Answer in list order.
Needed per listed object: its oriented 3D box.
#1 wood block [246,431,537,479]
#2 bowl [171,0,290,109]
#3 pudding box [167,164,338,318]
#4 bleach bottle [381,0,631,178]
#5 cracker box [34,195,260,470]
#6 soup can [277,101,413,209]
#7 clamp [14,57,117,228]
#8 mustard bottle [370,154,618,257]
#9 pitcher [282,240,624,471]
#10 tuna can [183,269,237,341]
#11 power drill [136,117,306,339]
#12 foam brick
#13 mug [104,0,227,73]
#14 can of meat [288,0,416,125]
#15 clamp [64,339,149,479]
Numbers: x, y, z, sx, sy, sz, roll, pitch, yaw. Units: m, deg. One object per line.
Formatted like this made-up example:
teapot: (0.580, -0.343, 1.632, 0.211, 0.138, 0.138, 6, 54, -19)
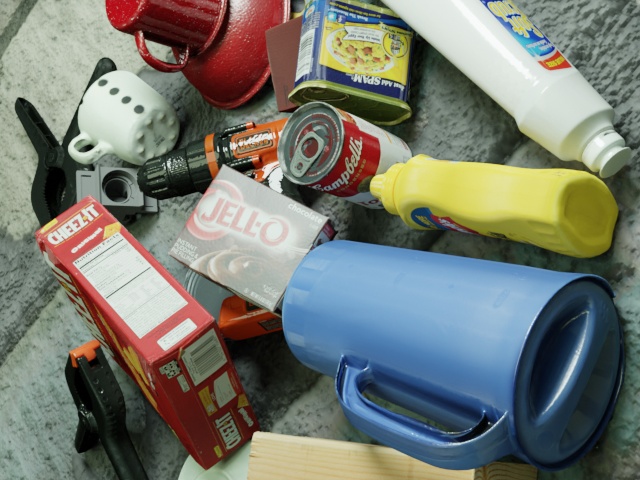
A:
wood block: (0.047, 0.201, 0.804, 0.207, 0.090, 0.091, -1, 77, 40)
bowl: (-0.100, -0.212, 1.039, 0.162, 0.055, 0.162, -13, 73, 48)
pudding box: (-0.056, 0.001, 0.880, 0.114, 0.039, 0.090, 27, 81, 21)
bleach bottle: (0.144, -0.139, 0.813, 0.251, 0.102, 0.068, 51, 121, 29)
cracker box: (-0.156, 0.081, 0.954, 0.072, 0.164, 0.214, -36, 49, -18)
soup can: (0.023, -0.068, 0.882, 0.069, 0.102, 0.068, -11, 72, 38)
clamp: (-0.296, -0.092, 1.202, 0.165, 0.036, 0.210, -7, 75, 39)
mustard bottle: (0.116, -0.031, 0.798, 0.192, 0.096, 0.058, 11, 87, 41)
pitcher: (0.080, 0.075, 0.775, 0.243, 0.149, 0.145, 12, 87, 45)
tuna can: (-0.088, 0.051, 0.992, 0.086, 0.033, 0.086, -12, 72, 38)
power drill: (-0.066, -0.012, 0.938, 0.184, 0.057, 0.187, -15, 72, 10)
foam brick: (-0.009, -0.156, 0.954, 0.053, 0.051, 0.078, -11, 87, 38)
mug: (-0.145, -0.212, 0.983, 0.093, 0.081, 0.117, -10, 75, 48)
can of meat: (0.029, -0.151, 0.899, 0.058, 0.102, 0.084, 157, 122, -67)
clamp: (-0.215, 0.166, 1.025, 0.120, 0.039, 0.171, 15, 123, 42)
